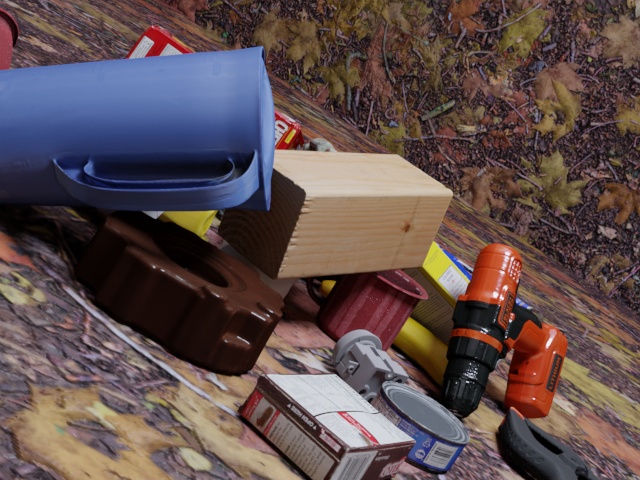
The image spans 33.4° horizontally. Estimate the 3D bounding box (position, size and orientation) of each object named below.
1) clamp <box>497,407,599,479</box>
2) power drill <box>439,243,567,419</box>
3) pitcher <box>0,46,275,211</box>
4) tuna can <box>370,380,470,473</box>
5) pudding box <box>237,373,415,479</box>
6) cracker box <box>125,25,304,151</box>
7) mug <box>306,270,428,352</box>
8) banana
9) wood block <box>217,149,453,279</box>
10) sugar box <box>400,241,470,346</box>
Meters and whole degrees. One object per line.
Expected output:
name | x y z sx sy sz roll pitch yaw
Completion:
clamp | 0.224 0.220 0.988 0.164 0.036 0.210 22 13 -40
power drill | 0.192 0.120 1.112 0.057 0.184 0.187 8 -23 35
pitcher | -0.157 -0.080 0.854 0.243 0.145 0.149 -2 -9 0
tuna can | 0.080 0.156 0.894 0.086 0.034 0.086 30 11 -7
pudding box | 0.007 0.136 0.777 0.090 0.039 0.113 36 10 28
cracker box | -0.123 -0.163 1.286 0.213 0.072 0.164 35 1 1
mug | 0.039 0.060 1.085 0.117 0.081 0.093 31 11 0
banana | 0.085 0.100 1.150 0.198 0.037 0.069 37 10 28
wood block | 0.018 -0.026 1.011 0.205 0.091 0.090 -2 31 -46
sugar box | 0.099 0.037 1.171 0.176 0.093 0.048 50 50 -2
